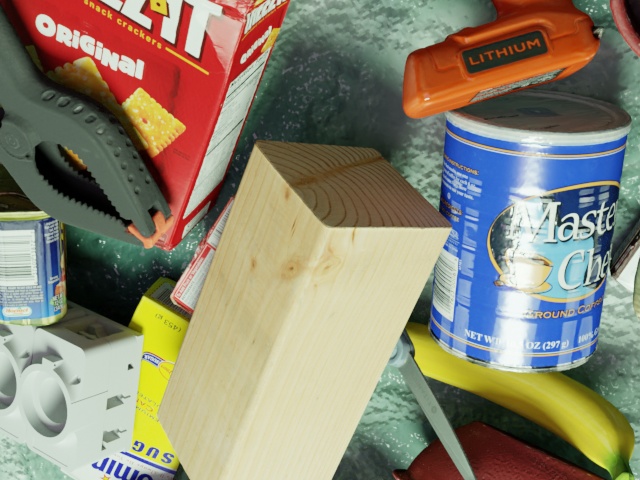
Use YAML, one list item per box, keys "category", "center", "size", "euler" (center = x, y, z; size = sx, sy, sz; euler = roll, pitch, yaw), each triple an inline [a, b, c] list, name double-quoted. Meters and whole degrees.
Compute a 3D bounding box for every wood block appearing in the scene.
- category: "wood block"
  center: [-0.017, 0.053, 0.641]
  size: [0.090, 0.090, 0.206]
  euler: [50, 129, 42]

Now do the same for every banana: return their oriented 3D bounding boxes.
- category: "banana"
  center: [0.119, 0.092, 0.673]
  size: [0.198, 0.069, 0.037]
  euler: [25, 101, 31]

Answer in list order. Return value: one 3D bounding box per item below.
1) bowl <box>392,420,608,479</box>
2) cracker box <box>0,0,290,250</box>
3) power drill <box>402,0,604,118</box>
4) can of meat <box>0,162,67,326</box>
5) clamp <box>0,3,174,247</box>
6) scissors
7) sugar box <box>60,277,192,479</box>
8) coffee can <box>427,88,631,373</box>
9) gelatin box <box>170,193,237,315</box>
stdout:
- category: "bowl"
  center: [0.129, 0.157, 0.668]
  size: [0.162, 0.162, 0.055]
  euler: [24, 86, 8]
- category: "cracker box"
  center: [-0.121, -0.114, 0.642]
  size: [0.164, 0.072, 0.214]
  euler: [31, 136, 5]
- category: "power drill"
  center: [0.057, -0.164, 0.560]
  size: [0.184, 0.057, 0.187]
  euler: [-15, 89, 0]
- category: "can of meat"
  center: [-0.200, 0.000, 0.727]
  size: [0.057, 0.102, 0.084]
  euler: [-2, 114, -11]
- category: "clamp"
  center: [-0.181, -0.066, 0.639]
  size: [0.210, 0.036, 0.165]
  euler: [44, 136, -7]
- category: "scissors"
  center: [0.033, 0.069, 0.671]
  size: [0.096, 0.016, 0.202]
  euler: [-35, 63, 41]
- category: "sugar box"
  center: [-0.115, 0.122, 0.775]
  size: [0.093, 0.048, 0.176]
  euler: [31, 114, 5]
- category: "coffee can"
  center: [0.119, -0.009, 0.620]
  size: [0.103, 0.102, 0.140]
  euler: [8, 112, 15]
- category: "gelatin box"
  center: [-0.055, 0.001, 0.696]
  size: [0.030, 0.073, 0.089]
  euler: [36, 117, 3]
